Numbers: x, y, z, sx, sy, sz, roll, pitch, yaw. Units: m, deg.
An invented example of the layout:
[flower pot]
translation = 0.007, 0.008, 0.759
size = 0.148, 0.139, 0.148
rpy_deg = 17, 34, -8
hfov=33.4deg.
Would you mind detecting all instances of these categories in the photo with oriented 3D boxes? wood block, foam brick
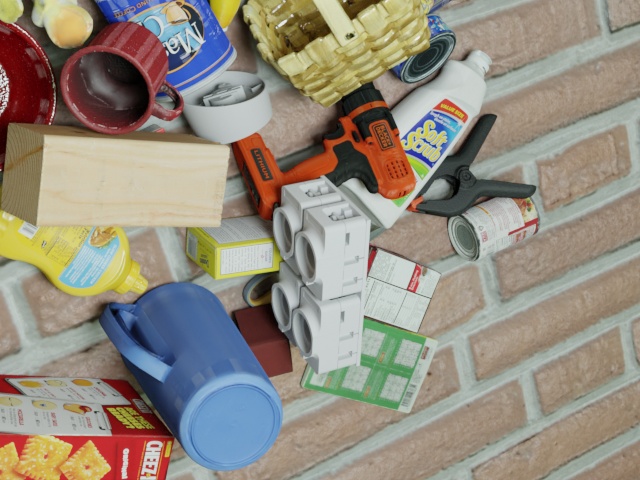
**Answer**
[wood block]
translation = -0.206, -0.065, 1.086
size = 0.205, 0.091, 0.090
rpy_deg = 0, 103, -38
[foam brick]
translation = -0.067, 0.120, 1.263
size = 0.051, 0.078, 0.053
rpy_deg = -13, 122, -9

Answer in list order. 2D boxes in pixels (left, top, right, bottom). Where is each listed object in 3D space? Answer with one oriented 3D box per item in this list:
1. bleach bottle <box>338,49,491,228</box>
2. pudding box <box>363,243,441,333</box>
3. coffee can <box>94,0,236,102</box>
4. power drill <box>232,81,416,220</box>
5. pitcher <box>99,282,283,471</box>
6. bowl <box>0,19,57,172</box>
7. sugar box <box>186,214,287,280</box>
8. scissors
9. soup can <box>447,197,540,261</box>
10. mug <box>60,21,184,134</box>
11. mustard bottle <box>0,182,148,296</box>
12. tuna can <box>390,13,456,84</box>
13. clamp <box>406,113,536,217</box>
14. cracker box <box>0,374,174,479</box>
[bleach bottle]
translation = 0.122, -0.139, 1.315
size = 0.250, 0.068, 0.102
rpy_deg = -51, 122, -10
[pudding box]
translation = 0.091, 0.062, 1.367
size = 0.113, 0.039, 0.090
rpy_deg = 21, 94, -29
[coffee can]
translation = -0.165, -0.230, 1.110
size = 0.102, 0.103, 0.140
rpy_deg = -38, 118, -15
[power drill]
translation = -0.002, -0.113, 1.227
size = 0.187, 0.057, 0.184
rpy_deg = -19, 71, -11
[pitcher]
translation = -0.137, 0.142, 1.145
size = 0.149, 0.243, 0.145
rpy_deg = -18, 113, -16
[bowl]
translation = -0.347, -0.147, 1.060
size = 0.161, 0.055, 0.162
rpy_deg = -8, 107, -27
[sugar box]
translation = -0.058, 0.002, 1.237
size = 0.175, 0.093, 0.048
rpy_deg = -5, 111, -27
[scissors]
translation = 0.002, 0.052, 1.319
size = 0.201, 0.016, 0.096
rpy_deg = -19, 116, -17
[soup can]
translation = 0.228, -0.020, 1.401
size = 0.102, 0.069, 0.068
rpy_deg = -23, 113, -21
[mug]
translation = -0.187, -0.158, 1.048
size = 0.117, 0.081, 0.093
rpy_deg = 28, 123, -9
[mustard bottle]
translation = -0.264, 0.005, 1.146
size = 0.191, 0.058, 0.096
rpy_deg = 35, 83, -31
[tuna can]
translation = 0.120, -0.228, 1.277
size = 0.086, 0.034, 0.086
rpy_deg = -32, 159, -14
[clamp]
translation = 0.182, -0.090, 1.367
size = 0.171, 0.039, 0.120
rpy_deg = -18, 77, -15
[cracker box]
translation = -0.285, 0.203, 1.127
size = 0.213, 0.164, 0.072
rpy_deg = 8, 101, -30
